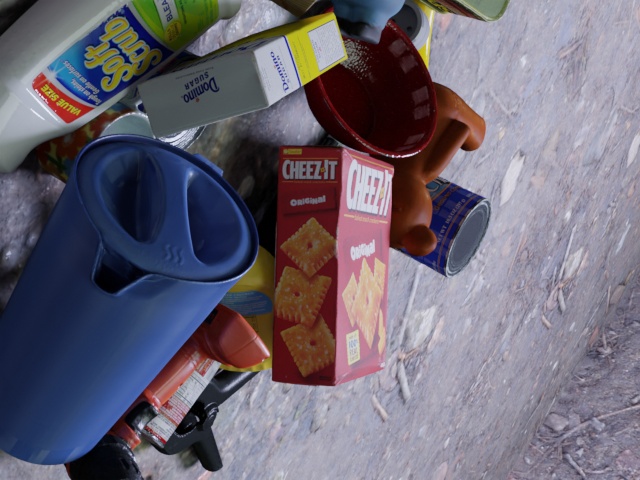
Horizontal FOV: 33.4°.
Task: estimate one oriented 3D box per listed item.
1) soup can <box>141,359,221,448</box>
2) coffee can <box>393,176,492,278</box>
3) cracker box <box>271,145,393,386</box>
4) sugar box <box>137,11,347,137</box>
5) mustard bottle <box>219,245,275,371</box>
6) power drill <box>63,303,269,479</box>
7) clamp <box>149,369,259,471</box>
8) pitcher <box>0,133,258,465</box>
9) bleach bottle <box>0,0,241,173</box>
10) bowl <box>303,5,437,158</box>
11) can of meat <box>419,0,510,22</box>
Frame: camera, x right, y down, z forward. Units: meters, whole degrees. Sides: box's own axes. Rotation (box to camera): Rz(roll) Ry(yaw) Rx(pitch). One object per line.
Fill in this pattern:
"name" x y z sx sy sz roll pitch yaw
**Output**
"soup can" -0.146 0.134 1.001 0.102 0.069 0.068 -55 155 -17
"coffee can" 0.115 -0.031 1.252 0.102 0.140 0.103 -44 150 -34
"cracker box" 0.016 0.024 1.017 0.164 0.072 0.214 6 87 -70
"sugar box" -0.052 -0.126 0.785 0.176 0.093 0.048 -43 118 -64
"mustard bottle" -0.081 0.050 1.008 0.191 0.096 0.058 85 11 -50
"power drill" -0.134 0.132 0.881 0.187 0.185 0.057 -40 114 -14
"clamp" -0.121 0.170 1.125 0.164 0.036 0.209 -62 155 0
"pitcher" -0.154 0.047 0.764 0.148 0.145 0.243 5 136 -41
"bleach bottle" -0.161 -0.122 0.716 0.250 0.068 0.102 -48 153 -22
"bowl" 0.037 -0.144 1.023 0.055 0.162 0.161 -28 -175 45
"can of meat" 0.132 -0.262 1.067 0.101 0.084 0.057 23 95 -36
